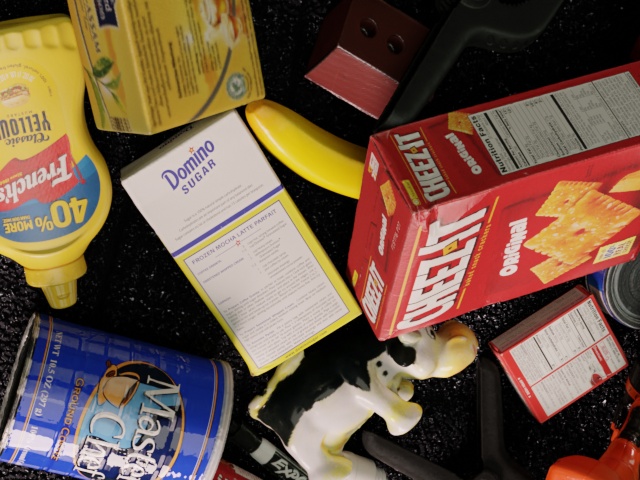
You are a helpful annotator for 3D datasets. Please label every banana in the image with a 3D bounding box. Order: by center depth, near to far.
[{"bbox_3d":[0.037,-0.057,0.754,0.197,0.037,0.070,8,127,-16],"label":"banana"}]

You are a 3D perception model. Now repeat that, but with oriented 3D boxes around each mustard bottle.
[{"bbox_3d":[-0.189,-0.046,0.701,0.096,0.058,0.191,-13,109,-15],"label":"mustard bottle"}]

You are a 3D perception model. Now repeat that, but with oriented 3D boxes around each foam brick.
[{"bbox_3d":[0.038,-0.123,0.724,0.078,0.051,0.053,26,63,-20],"label":"foam brick"}]

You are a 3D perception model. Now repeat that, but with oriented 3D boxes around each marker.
[{"bbox_3d":[-0.028,0.177,0.826,0.020,0.020,0.121,-46,111,3],"label":"marker"}]

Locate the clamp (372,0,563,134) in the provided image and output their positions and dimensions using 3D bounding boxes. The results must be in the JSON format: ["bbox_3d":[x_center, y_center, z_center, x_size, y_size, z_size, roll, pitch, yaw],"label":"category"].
[{"bbox_3d":[0.085,-0.174,0.712,0.209,0.036,0.164,-25,89,-28],"label":"clamp"}]

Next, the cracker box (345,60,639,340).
[{"bbox_3d":[0.133,-0.024,0.722,0.213,0.072,0.164,-17,149,-15],"label":"cracker box"}]

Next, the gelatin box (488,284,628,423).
[{"bbox_3d":[0.189,0.089,0.845,0.089,0.030,0.073,-33,109,-2],"label":"gelatin box"}]

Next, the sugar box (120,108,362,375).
[{"bbox_3d":[-0.055,0.001,0.754,0.093,0.048,0.176,-31,108,0],"label":"sugar box"}]

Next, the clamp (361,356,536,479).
[{"bbox_3d":[0.111,0.189,0.826,0.120,0.039,0.171,-24,80,4],"label":"clamp"}]

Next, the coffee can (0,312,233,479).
[{"bbox_3d":[-0.143,0.116,0.736,0.140,0.103,0.103,17,102,-17],"label":"coffee can"}]
